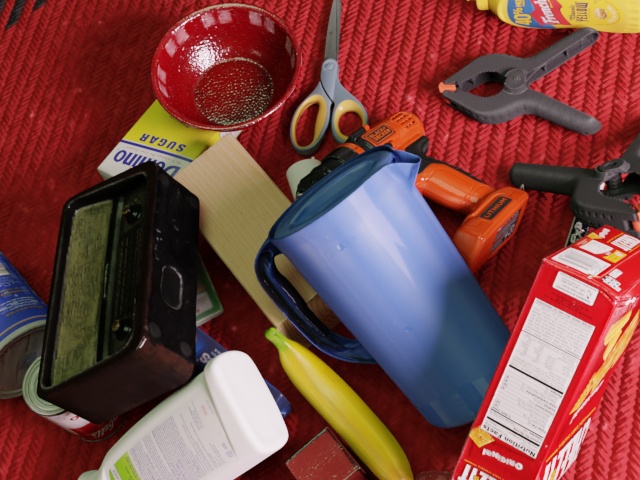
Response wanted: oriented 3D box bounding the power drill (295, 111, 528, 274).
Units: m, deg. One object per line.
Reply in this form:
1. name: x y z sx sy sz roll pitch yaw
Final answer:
1. power drill: 0.092 -0.045 1.043 0.188 0.057 0.184 34 49 21

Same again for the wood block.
1. wood block: -0.057 0.001 1.082 0.091 0.090 0.206 -39 63 -4

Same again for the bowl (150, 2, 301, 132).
1. bowl: -0.097 -0.173 1.140 0.162 0.055 0.162 -3 64 5

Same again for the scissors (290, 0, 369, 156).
1. scissors: 0.026 -0.180 1.181 0.096 0.016 0.201 15 71 19

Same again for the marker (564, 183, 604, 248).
1. marker: 0.250 -0.005 1.038 0.020 0.020 0.121 15 72 21

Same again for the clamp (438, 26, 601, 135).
1. clamp: 0.211 -0.151 1.104 0.172 0.039 0.120 -12 59 17

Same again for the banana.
1. banana: 0.020 0.159 0.980 0.198 0.069 0.037 44 100 23

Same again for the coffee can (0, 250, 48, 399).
1. coffee can: -0.342 0.082 1.118 0.103 0.102 0.140 -44 63 -6

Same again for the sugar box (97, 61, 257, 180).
1. sugar box: -0.154 -0.116 1.178 0.093 0.048 0.176 29 70 24

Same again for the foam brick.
1. foam brick: 0.011 0.214 0.975 0.051 0.078 0.053 -40 60 -4

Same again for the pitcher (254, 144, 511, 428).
1. pitcher: 0.066 0.051 0.950 0.144 0.149 0.243 -42 104 -21

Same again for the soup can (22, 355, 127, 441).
1. soup can: -0.242 0.154 1.058 0.068 0.102 0.068 -6 65 13

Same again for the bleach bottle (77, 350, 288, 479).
1. bleach bottle: -0.152 0.204 0.994 0.251 0.068 0.102 -34 79 26

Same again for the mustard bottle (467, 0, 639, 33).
1. mustard bottle: 0.240 -0.259 1.111 0.192 0.096 0.058 6 69 18

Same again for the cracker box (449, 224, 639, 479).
1. cracker box: 0.198 0.106 0.871 0.072 0.163 0.214 27 112 24

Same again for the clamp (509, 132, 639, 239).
1. clamp: 0.280 -0.059 0.988 0.164 0.036 0.210 -23 23 1
